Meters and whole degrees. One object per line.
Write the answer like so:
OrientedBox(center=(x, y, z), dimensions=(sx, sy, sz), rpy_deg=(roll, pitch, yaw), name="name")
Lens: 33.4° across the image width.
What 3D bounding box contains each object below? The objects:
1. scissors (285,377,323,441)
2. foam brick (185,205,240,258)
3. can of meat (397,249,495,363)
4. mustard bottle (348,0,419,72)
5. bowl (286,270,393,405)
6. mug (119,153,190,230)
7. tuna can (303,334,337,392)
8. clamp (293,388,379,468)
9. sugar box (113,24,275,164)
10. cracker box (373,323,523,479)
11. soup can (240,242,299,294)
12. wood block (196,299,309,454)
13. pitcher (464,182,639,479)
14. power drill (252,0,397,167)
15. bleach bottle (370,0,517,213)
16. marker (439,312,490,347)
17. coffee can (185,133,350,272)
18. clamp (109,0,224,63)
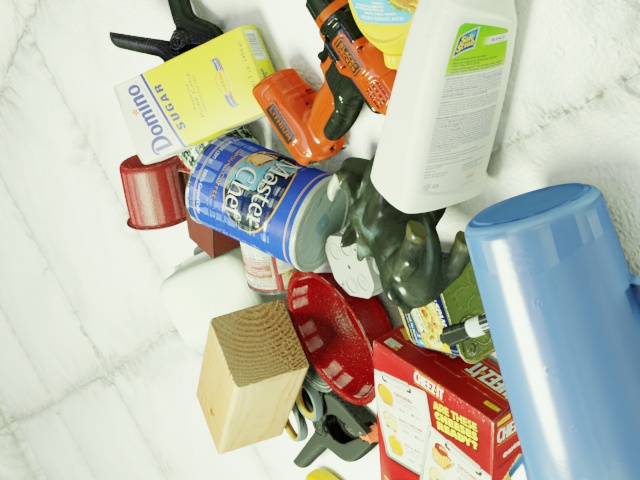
OrientedBox(center=(-0.045, 0.150, 1.325), dimensions=(0.096, 0.016, 0.202), rpy_deg=(-26, 78, 53), name="scissors")
OrientedBox(center=(-0.113, -0.024, 1.265), dimensions=(0.053, 0.078, 0.051), rpy_deg=(39, 142, 34), name="foam brick")
OrientedBox(center=(0.116, 0.057, 0.998), dimensions=(0.084, 0.057, 0.102), rpy_deg=(7, 121, 57), name="can of meat")
OrientedBox(center=(0.058, -0.215, 0.855), dimensions=(0.096, 0.058, 0.191), rpy_deg=(15, 127, 46), name="mustard bottle")
OrientedBox(center=(0.031, 0.095, 1.157), dimensions=(0.162, 0.055, 0.162), rpy_deg=(43, 147, 36), name="bowl")
OrientedBox(center=(-0.201, -0.067, 1.370), dimensions=(0.117, 0.093, 0.081), rpy_deg=(1, 114, 23), name="mug")
OrientedBox(center=(0.001, 0.134, 1.264), dimensions=(0.086, 0.033, 0.086), rpy_deg=(38, 143, 36), name="tuna can")
OrientedBox(center=(0.004, 0.214, 1.324), dimensions=(0.210, 0.036, 0.164), rpy_deg=(-9, 102, 57), name="clamp")
OrientedBox(center=(-0.130, -0.152, 1.128), dimensions=(0.176, 0.048, 0.093), rpy_deg=(-20, 91, 26), name="sugar box")
OrientedBox(center=(0.135, 0.204, 1.077), dimensions=(0.164, 0.072, 0.214), rpy_deg=(31, 138, 41), name="cracker box")
OrientedBox(center=(-0.058, 0.001, 1.210), dimensions=(0.069, 0.068, 0.102), rpy_deg=(27, 136, 45), name="soup can")
OrientedBox(center=(-0.085, 0.165, 1.259), dimensions=(0.206, 0.090, 0.091), rpy_deg=(109, 141, -57), name="wood block")
OrientedBox(center=(0.206, 0.081, 0.822), dimensions=(0.243, 0.149, 0.145), rpy_deg=(71, 165, -10), name="pitcher")
OrientedBox(center=(0.000, -0.165, 0.989), dimensions=(0.184, 0.057, 0.188), rpy_deg=(58, 150, 7), name="power drill")
OrientedBox(center=(0.109, -0.140, 0.819), dimensions=(0.068, 0.102, 0.251), rpy_deg=(48, 142, 34), name="bleach bottle")
OrientedBox(center=(0.156, 0.066, 0.918), dimensions=(0.121, 0.020, 0.020), rpy_deg=(-24, 94, 29), name="marker")
OrientedBox(center=(-0.053, -0.040, 1.099), dimensions=(0.140, 0.102, 0.103), rpy_deg=(24, 136, 26), name="coffee can")
OrientedBox(center=(-0.159, -0.214, 1.177), dimensions=(0.120, 0.039, 0.171), rpy_deg=(-43, 75, 30), name="clamp")
